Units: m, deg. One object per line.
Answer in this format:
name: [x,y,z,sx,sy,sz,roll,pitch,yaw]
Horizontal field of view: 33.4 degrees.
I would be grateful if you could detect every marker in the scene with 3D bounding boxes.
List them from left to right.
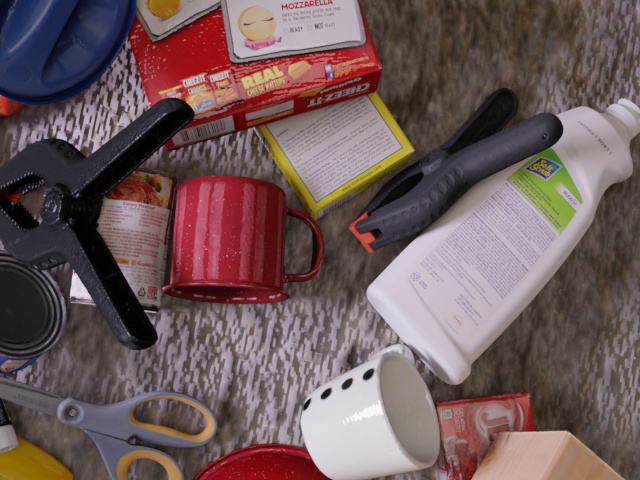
marker: [-0.246,0.094,0.771,0.020,0.020,0.121,-22,76,-6]

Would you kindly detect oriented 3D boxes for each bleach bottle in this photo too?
bleach bottle: [0.157,-0.011,0.811,0.250,0.068,0.102,-42,88,-9]

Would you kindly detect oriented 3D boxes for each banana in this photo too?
banana: [-0.261,0.115,0.785,0.069,0.037,0.198,-33,86,-6]

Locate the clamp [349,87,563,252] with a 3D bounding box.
clamp: [0.097,-0.056,0.807,0.171,0.120,0.039,-32,104,12]

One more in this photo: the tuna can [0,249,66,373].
tuna can: [-0.230,0.052,0.772,0.086,0.034,0.086,26,46,-31]

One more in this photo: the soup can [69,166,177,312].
soup can: [-0.145,-0.001,0.790,0.068,0.068,0.102,7,84,-3]

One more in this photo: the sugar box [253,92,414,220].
sugar box: [-0.015,-0.114,0.821,0.093,0.048,0.176,-32,83,-6]

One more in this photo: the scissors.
scissors: [-0.175,0.143,0.772,0.201,0.016,0.096,7,92,-19]

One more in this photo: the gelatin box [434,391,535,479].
gelatin box: [0.126,0.162,0.805,0.073,0.030,0.089,-6,84,-4]

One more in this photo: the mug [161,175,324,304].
mug: [-0.055,0.001,0.785,0.117,0.093,0.081,3,79,-4]

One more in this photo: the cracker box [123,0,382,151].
cracker box: [-0.066,-0.189,0.771,0.164,0.072,0.214,-18,82,-4]

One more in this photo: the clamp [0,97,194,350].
clamp: [-0.168,-0.031,0.743,0.210,0.036,0.164,19,95,39]

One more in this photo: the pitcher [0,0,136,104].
pitcher: [-0.257,-0.188,0.728,0.243,0.148,0.145,29,110,33]
